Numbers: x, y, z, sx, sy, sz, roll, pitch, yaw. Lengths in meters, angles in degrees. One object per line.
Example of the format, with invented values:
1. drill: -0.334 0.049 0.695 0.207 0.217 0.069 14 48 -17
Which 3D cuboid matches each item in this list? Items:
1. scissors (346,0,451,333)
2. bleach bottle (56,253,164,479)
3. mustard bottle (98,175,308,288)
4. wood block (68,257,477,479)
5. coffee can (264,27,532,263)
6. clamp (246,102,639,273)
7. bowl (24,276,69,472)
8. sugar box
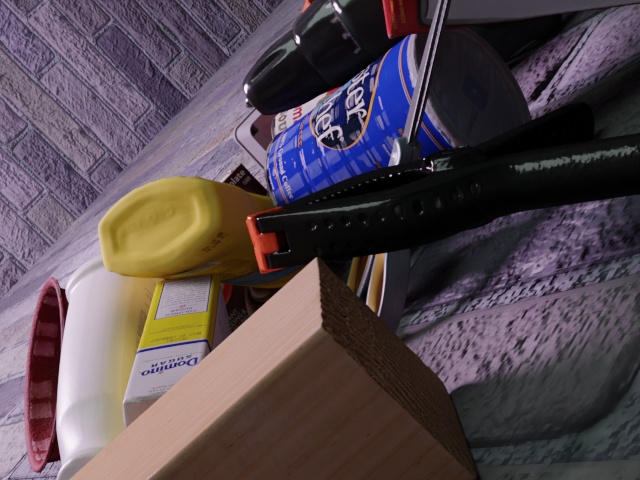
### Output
1. scissors: 0.046 -0.029 0.572 0.096 0.016 0.202 -99 21 -54
2. bleach bottle: -0.129 0.103 0.672 0.068 0.102 0.251 -28 24 9
3. mustard bottle: -0.055 0.000 0.730 0.096 0.058 0.191 -21 -16 26
4. wood block: -0.045 0.117 0.454 0.206 0.090 0.091 -42 14 10
5. coffee can: 0.047 -0.059 0.672 0.141 0.102 0.102 -33 18 40
6. clamp: 0.069 -0.028 0.510 0.210 0.036 0.164 -15 11 1
7. bowl: -0.208 0.113 0.896 0.162 0.055 0.162 -174 90 -66
8. sugar box: -0.073 0.090 0.591 0.048 0.093 0.176 -9 16 2
